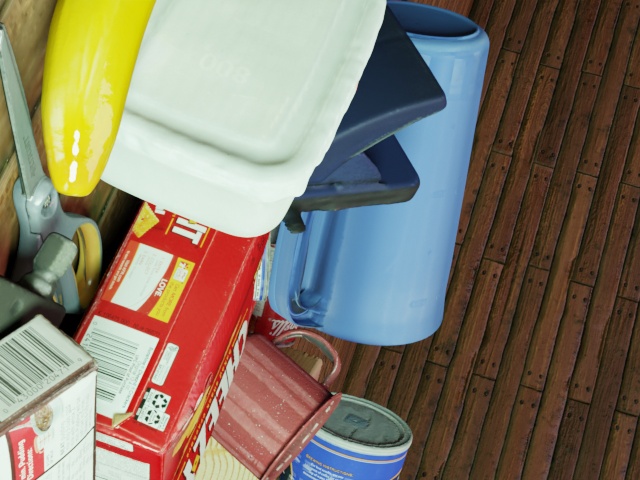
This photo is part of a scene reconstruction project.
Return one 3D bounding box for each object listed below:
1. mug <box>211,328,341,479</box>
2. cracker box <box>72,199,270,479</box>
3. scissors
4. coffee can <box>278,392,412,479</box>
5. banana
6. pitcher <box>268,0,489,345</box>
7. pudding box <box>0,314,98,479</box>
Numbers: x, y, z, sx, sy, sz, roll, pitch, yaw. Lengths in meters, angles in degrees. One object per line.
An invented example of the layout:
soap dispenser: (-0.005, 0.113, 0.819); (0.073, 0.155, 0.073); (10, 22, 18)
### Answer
mug: (-0.036, 0.114, 0.794); (0.117, 0.081, 0.093); (-47, 168, -15)
cracker box: (-0.088, 0.070, 0.619); (0.214, 0.072, 0.164); (106, 5, -62)
scissors: (-0.128, 0.002, 0.455); (0.202, 0.016, 0.096); (88, 20, -68)
coffee can: (0.012, 0.219, 0.938); (0.102, 0.103, 0.140); (-46, 153, -74)
banana: (-0.074, -0.109, 0.450); (0.069, 0.037, 0.197); (58, 42, -38)
pitcher: (0.044, -0.049, 0.805); (0.149, 0.145, 0.243); (-90, -172, -63)
pudding box: (-0.136, 0.094, 0.404); (0.113, 0.039, 0.090); (-36, 149, -41)
